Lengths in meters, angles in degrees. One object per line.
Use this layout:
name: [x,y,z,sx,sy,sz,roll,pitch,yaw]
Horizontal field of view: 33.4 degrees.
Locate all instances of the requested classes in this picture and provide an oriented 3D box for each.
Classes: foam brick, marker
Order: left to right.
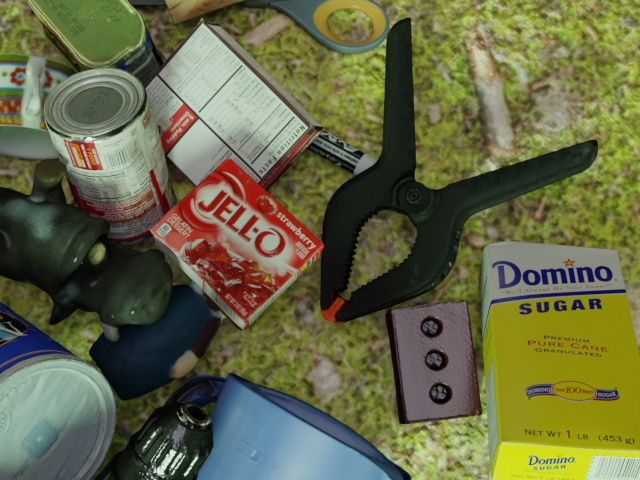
marker: [0.012,-0.064,0.760,0.121,0.020,0.020,29,81,6]
foam brick: [0.075,0.082,0.717,0.053,0.051,0.078,-7,80,-1]

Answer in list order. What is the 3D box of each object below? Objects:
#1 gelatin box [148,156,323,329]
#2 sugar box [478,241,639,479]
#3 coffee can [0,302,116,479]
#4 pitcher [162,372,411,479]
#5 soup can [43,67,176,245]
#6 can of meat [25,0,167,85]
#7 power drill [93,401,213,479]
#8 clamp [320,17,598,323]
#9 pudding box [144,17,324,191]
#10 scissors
gelatin box: [-0.055,0.001,0.693,0.089,0.030,0.073,43,75,10]
sugar box: [0.151,0.073,0.673,0.093,0.048,0.176,4,43,1]
coffee can: [-0.207,0.094,0.660,0.141,0.102,0.103,24,78,42]
pitcher: [-0.064,0.210,0.666,0.145,0.149,0.243,31,84,-15]
soup can: [-0.138,-0.055,0.708,0.068,0.102,0.068,-3,49,4]
can of meat: [-0.158,-0.149,0.745,0.057,0.084,0.102,-41,82,-7]
power drill: [-0.165,0.152,0.570,0.185,0.187,0.057,-56,44,19]
clamp: [0.059,-0.038,0.725,0.164,0.036,0.210,43,91,11]
pudding box: [-0.068,-0.084,0.744,0.113,0.039,0.090,45,101,6]
scissors: [-0.037,-0.165,0.780,0.201,0.016,0.096,-18,79,-3]
